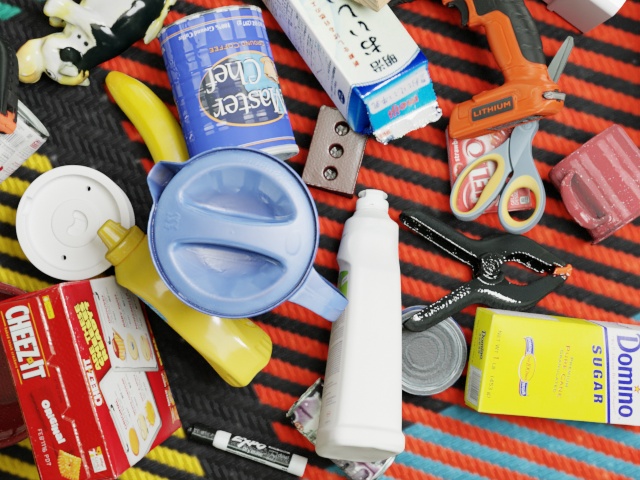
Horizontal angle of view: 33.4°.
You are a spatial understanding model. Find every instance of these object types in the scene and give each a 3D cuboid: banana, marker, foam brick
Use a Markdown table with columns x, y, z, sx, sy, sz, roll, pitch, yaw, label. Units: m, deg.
| x | y | z | sx | sy | sz | roll | pitch | yaw | label |
| --- | --- | --- | --- | --- | --- | --- | --- | --- | --- |
| -0.156 | -0.075 | 1.039 | 0.069 | 0.037 | 0.198 | -13 | 89 | 1 | banana |
| -0.072 | 0.203 | 1.044 | 0.121 | 0.020 | 0.020 | 18 | 90 | 2 | marker |
| 0.016 | -0.084 | 1.026 | 0.053 | 0.051 | 0.078 | 14 | 90 | 2 | foam brick |

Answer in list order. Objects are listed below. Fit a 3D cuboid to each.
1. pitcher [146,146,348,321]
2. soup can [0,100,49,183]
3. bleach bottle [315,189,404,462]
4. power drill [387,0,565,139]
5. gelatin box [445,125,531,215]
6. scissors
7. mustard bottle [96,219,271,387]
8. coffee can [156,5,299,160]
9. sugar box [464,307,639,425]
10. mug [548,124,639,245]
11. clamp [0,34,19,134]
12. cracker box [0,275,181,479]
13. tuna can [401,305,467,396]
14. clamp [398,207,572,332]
| x | y | z | sx | sy | sz | roll | pitch | yaw | label |
| --- | --- | --- | --- | --- | --- | --- | --- | --- | --- |
| -0.056 | 0.001 | 0.932 | 0.145 | 0.243 | 0.149 | -9 | 90 | 2 | pitcher |
| -0.322 | -0.090 | 1.030 | 0.102 | 0.068 | 0.068 | -43 | 89 | 1 | soup can |
| 0.042 | 0.071 | 0.980 | 0.068 | 0.103 | 0.251 | 10 | 70 | -13 | bleach bottle |
| 0.138 | -0.191 | 0.981 | 0.185 | 0.057 | 0.187 | -13 | 88 | 34 | power drill |
| 0.162 | -0.070 | 1.031 | 0.073 | 0.030 | 0.089 | -5 | 89 | 3 | gelatin box |
| 0.203 | -0.090 | 0.993 | 0.096 | 0.016 | 0.202 | 42 | 92 | 24 | scissors |
| -0.131 | 0.051 | 0.987 | 0.191 | 0.096 | 0.058 | 44 | 92 | -14 | mustard bottle |
| -0.087 | -0.137 | 1.004 | 0.103 | 0.103 | 0.140 | -15 | 89 | 2 | coffee can |
| 0.226 | 0.119 | 0.994 | 0.176 | 0.048 | 0.093 | 7 | 95 | -13 | sugar box |
| 0.260 | -0.050 | 0.991 | 0.117 | 0.093 | 0.081 | -30 | 82 | -40 | mug |
| -0.337 | -0.184 | 1.011 | 0.164 | 0.036 | 0.210 | -48 | 63 | 2 | clamp |
| -0.202 | 0.118 | 0.952 | 0.072 | 0.213 | 0.164 | -17 | 89 | 7 | cracker box |
| 0.099 | 0.106 | 1.031 | 0.086 | 0.034 | 0.086 | 0 | 90 | 2 | tuna can |
| 0.152 | 0.039 | 1.013 | 0.171 | 0.039 | 0.120 | 10 | 77 | -3 | clamp |
